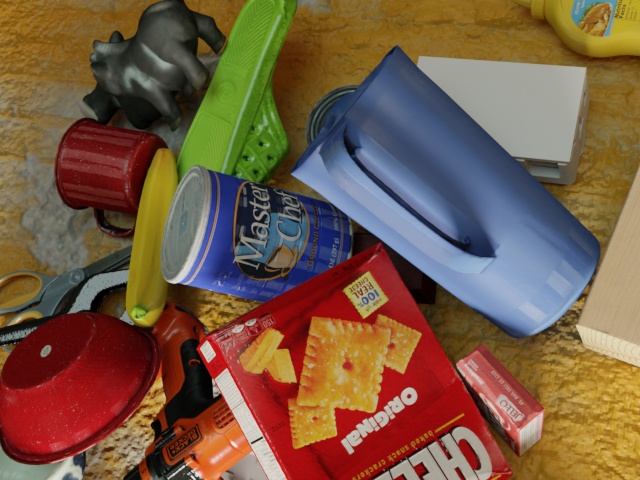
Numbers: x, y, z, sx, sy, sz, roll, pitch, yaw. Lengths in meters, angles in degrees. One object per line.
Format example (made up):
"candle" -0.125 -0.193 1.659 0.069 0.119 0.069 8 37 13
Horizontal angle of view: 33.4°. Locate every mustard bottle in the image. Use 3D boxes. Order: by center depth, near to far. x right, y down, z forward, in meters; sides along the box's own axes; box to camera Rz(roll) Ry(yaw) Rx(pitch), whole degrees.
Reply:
"mustard bottle" 0.267 -0.209 0.955 0.192 0.058 0.096 13 78 22

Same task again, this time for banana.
"banana" -0.152 0.007 0.980 0.037 0.070 0.198 13 50 -16

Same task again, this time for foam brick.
"foam brick" 0.061 0.024 0.949 0.078 0.053 0.051 2 73 18

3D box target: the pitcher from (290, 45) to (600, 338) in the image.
"pitcher" 0.103 -0.028 0.858 0.243 0.145 0.149 40 69 -6

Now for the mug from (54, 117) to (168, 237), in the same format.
"mug" -0.200 -0.058 1.049 0.082 0.093 0.117 10 111 22

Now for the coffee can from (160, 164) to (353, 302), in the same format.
"coffee can" -0.056 0.001 0.932 0.140 0.103 0.103 15 72 -23

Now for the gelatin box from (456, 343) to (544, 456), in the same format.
"gelatin box" 0.145 0.130 0.864 0.030 0.089 0.073 -38 65 -7

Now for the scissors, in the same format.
"scissors" -0.246 0.057 1.062 0.202 0.016 0.096 -10 71 15

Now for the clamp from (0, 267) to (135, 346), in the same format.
"clamp" -0.221 0.096 1.028 0.171 0.039 0.120 -34 84 2

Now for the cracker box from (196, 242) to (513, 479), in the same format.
"cracker box" 0.026 0.133 0.842 0.164 0.072 0.214 -27 82 -20

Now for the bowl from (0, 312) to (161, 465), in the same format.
"bowl" -0.220 0.113 0.918 0.162 0.055 0.162 -21 33 14

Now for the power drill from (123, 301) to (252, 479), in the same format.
"power drill" -0.143 0.156 0.936 0.184 0.057 0.188 -36 43 4

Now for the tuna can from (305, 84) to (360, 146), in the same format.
"tuna can" 0.032 -0.102 1.012 0.086 0.033 0.086 -6 70 17
